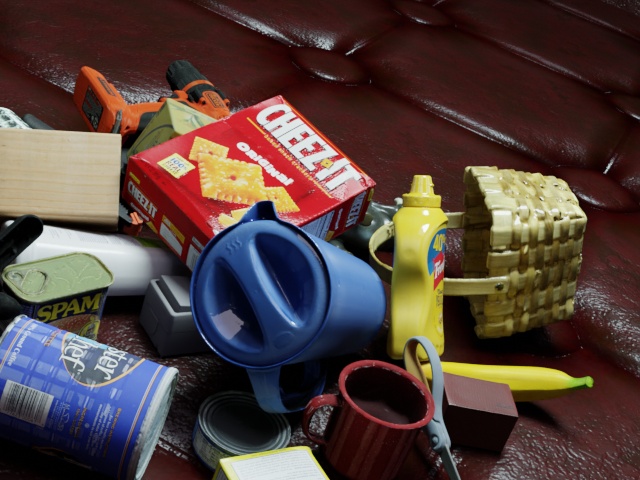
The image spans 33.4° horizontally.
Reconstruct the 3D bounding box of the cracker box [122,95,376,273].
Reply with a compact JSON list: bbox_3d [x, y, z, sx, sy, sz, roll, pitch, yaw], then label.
[{"bbox_3d":[-0.073,-0.053,1.124,0.213,0.072,0.164,-29,63,-36],"label":"cracker box"}]

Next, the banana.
[{"bbox_3d":[0.183,0.147,1.133,0.197,0.070,0.037,2,63,-7],"label":"banana"}]

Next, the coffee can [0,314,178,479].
[{"bbox_3d":[-0.202,0.133,0.891,0.140,0.103,0.102,19,30,1],"label":"coffee can"}]

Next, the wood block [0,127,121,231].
[{"bbox_3d":[-0.312,-0.062,1.104,0.206,0.090,0.091,2,-9,-11],"label":"wood block"}]

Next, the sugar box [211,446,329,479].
[{"bbox_3d":[-0.012,0.248,0.869,0.093,0.048,0.176,-2,40,-34],"label":"sugar box"}]

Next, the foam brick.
[{"bbox_3d":[0.152,0.174,1.081,0.078,0.051,0.053,13,31,-11],"label":"foam brick"}]

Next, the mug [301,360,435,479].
[{"bbox_3d":[0.038,0.170,0.989,0.117,0.082,0.093,7,32,-21],"label":"mug"}]

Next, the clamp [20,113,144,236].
[{"bbox_3d":[-0.243,-0.083,1.261,0.164,0.036,0.210,-9,49,-37],"label":"clamp"}]

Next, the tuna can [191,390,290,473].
[{"bbox_3d":[-0.072,0.176,0.964,0.086,0.034,0.086,14,30,-9],"label":"tuna can"}]

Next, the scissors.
[{"bbox_3d":[0.103,0.194,1.038,0.016,0.096,0.202,6,63,-32],"label":"scissors"}]

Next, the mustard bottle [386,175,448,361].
[{"bbox_3d":[0.104,0.027,1.129,0.058,0.191,0.096,3,2,19],"label":"mustard bottle"}]

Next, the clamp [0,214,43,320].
[{"bbox_3d":[-0.313,0.040,0.934,0.172,0.039,0.120,-17,34,24],"label":"clamp"}]

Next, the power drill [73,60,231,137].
[{"bbox_3d":[-0.205,-0.173,1.323,0.187,0.057,0.185,-3,39,-35],"label":"power drill"}]

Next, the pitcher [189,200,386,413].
[{"bbox_3d":[-0.017,0.067,1.028,0.145,0.149,0.242,41,8,19],"label":"pitcher"}]

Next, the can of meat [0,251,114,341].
[{"bbox_3d":[-0.251,0.065,0.994,0.101,0.084,0.057,-14,43,-44],"label":"can of meat"}]

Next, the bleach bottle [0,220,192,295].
[{"bbox_3d":[-0.199,0.025,1.103,0.250,0.068,0.103,5,14,-27],"label":"bleach bottle"}]
